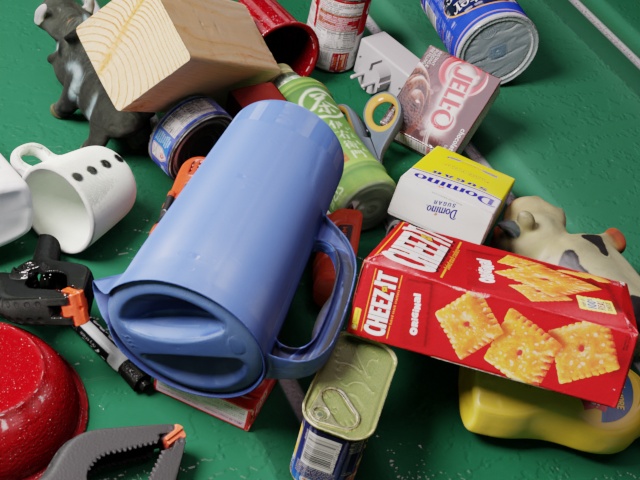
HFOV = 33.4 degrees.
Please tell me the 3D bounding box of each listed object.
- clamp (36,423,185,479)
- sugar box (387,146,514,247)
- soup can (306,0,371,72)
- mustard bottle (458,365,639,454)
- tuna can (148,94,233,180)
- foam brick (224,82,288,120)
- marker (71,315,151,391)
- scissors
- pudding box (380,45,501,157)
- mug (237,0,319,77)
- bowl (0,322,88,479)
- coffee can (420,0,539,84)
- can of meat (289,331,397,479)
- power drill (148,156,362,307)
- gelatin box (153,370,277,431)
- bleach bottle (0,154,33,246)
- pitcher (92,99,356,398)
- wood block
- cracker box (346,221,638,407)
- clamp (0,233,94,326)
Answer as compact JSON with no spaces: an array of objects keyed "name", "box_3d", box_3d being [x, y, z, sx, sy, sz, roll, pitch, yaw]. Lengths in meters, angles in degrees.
[{"name":"clamp","box_3d":[-0.182,0.188,0.755,0.164,0.036,0.209,39,46,9]},{"name":"sugar box","box_3d":[0.132,-0.045,1.042,0.093,0.048,0.176,24,17,9]},{"name":"soup can","box_3d":[0.019,-0.254,1.238,0.068,0.102,0.068,8,43,-7]},{"name":"mustard bottle","box_3d":[0.217,0.135,0.912,0.191,0.058,0.096,11,37,-4]},{"name":"tuna can","box_3d":[-0.124,-0.098,1.046,0.086,0.086,0.034,-26,58,-35]},{"name":"foam brick","box_3d":[-0.065,-0.112,1.083,0.051,0.078,0.053,-14,50,-29]},{"name":"marker","box_3d":[-0.182,0.084,0.886,0.121,0.020,0.020,40,48,25]},{"name":"scissors","box_3d":[0.070,-0.084,1.108,0.096,0.016,0.202,-34,53,1]},{"name":"pudding box","box_3d":[0.132,-0.146,1.166,0.090,0.039,0.113,29,78,16]},{"name":"mug","box_3d":[-0.071,-0.218,1.188,0.117,0.093,0.082,-17,46,-25]},{"name":"bowl","box_3d":[-0.257,0.114,0.809,0.162,0.055,0.162,8,43,-8]},{"name":"coffee can","box_3d":[0.192,-0.269,1.301,0.102,0.103,0.140,-3,45,-18]},{"name":"can of meat","box_3d":[0.016,0.137,0.836,0.057,0.084,0.102,19,43,5]},{"name":"power drill","box_3d":[-0.062,0.009,0.970,0.187,0.057,0.184,15,47,-1]},{"name":"gelatin box","box_3d":[-0.082,0.107,0.881,0.089,0.030,0.073,22,43,9]},{"name":"bleach bottle","box_3d":[-0.360,-0.080,0.970,0.102,0.068,0.251,-22,46,-32]},{"name":"pitcher","box_3d":[-0.056,0.001,0.865,0.149,0.145,0.242,49,44,-25]},{"name":"wood block","box_3d":[-0.133,-0.185,1.048,0.090,0.091,0.205,62,21,6]},{"name":"cracker box","box_3d":[0.146,0.053,0.881,0.214,0.072,0.164,16,14,11]},{"name":"clamp","box_3d":[-0.245,0.038,0.865,0.120,0.039,0.172,-26,24,-24]}]
